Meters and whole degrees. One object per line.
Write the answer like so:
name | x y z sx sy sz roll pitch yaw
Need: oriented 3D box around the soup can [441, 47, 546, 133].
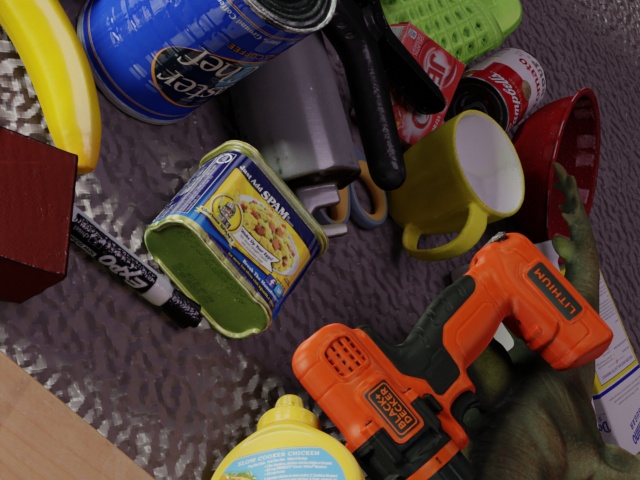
soup can | 0.159 -0.132 0.979 0.068 0.069 0.102 59 40 -7

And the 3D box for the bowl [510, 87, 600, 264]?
bowl | 0.208 -0.061 0.975 0.161 0.055 0.162 -30 124 -57

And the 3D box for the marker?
marker | -0.118 0.015 0.646 0.121 0.020 0.020 42 45 -25

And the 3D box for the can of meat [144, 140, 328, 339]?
can of meat | -0.054 0.001 0.692 0.102 0.058 0.083 50 45 -16

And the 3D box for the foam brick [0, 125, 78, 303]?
foam brick | -0.169 -0.012 0.579 0.051 0.053 0.078 22 56 -39

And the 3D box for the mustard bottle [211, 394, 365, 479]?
mustard bottle | -0.020 0.163 0.612 0.191 0.096 0.058 -90 166 -52

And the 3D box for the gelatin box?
gelatin box | 0.074 -0.125 0.886 0.073 0.030 0.089 30 80 -35

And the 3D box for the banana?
banana | -0.186 -0.132 0.637 0.197 0.037 0.069 51 60 -14

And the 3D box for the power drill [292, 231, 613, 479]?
power drill | 0.101 0.094 0.677 0.187 0.057 0.184 -35 80 -30

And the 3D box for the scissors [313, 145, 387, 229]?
scissors | 0.017 -0.092 0.847 0.096 0.016 0.201 26 53 -39

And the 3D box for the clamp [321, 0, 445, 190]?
clamp | 0.033 -0.154 0.786 0.210 0.036 0.164 65 26 -11

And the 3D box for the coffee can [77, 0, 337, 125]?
coffee can | -0.074 -0.148 0.680 0.102 0.141 0.103 23 56 -38
